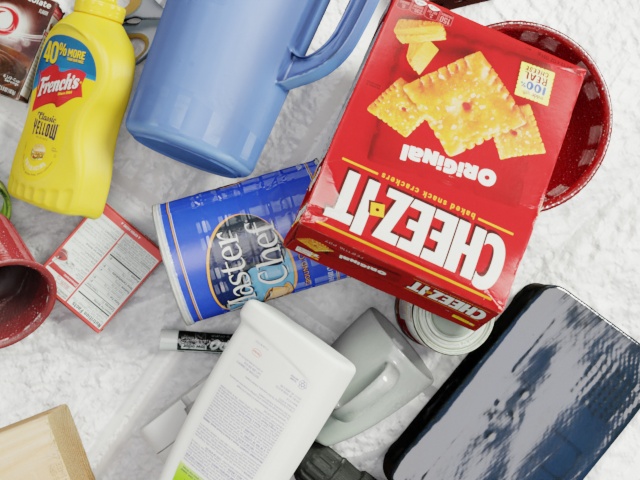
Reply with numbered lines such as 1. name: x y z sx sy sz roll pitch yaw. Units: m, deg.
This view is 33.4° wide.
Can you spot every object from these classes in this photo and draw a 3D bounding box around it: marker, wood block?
1. marker: -0.076 0.088 0.908 0.121 0.020 0.020 4 89 -2
2. wood block: -0.294 0.213 0.860 0.206 0.091 0.090 -20 89 -3

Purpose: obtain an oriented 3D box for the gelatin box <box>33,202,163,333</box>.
1. gelatin box: -0.185 0.022 0.899 0.073 0.030 0.089 40 87 -3

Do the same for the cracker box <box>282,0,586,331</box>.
1. cracker box: 0.089 -0.064 0.810 0.164 0.072 0.213 24 70 -3

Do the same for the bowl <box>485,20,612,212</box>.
1. bowl: 0.161 -0.101 0.905 0.162 0.055 0.162 0 89 -3

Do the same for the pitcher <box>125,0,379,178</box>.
1. pitcher: -0.054 -0.174 0.843 0.144 0.149 0.243 23 85 -22

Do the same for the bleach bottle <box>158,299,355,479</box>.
1. bleach bottle: -0.080 0.176 0.826 0.103 0.068 0.251 34 91 22

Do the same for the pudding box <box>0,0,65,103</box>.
1. pudding box: -0.284 -0.175 0.894 0.113 0.039 0.090 21 88 -2

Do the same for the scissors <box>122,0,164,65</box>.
1. scissors: -0.120 -0.198 0.913 0.201 0.016 0.096 -15 91 -3

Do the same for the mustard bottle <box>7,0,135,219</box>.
1. mustard bottle: -0.195 -0.119 0.864 0.096 0.058 0.191 18 95 41

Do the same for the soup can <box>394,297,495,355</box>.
1. soup can: 0.101 0.057 0.876 0.068 0.102 0.068 0 89 -3

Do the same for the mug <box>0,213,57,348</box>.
1. mug: -0.268 0.035 0.859 0.093 0.117 0.082 -29 52 -16

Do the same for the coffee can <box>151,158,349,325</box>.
1. coffee can: -0.056 0.001 0.869 0.140 0.103 0.103 -16 90 -3
